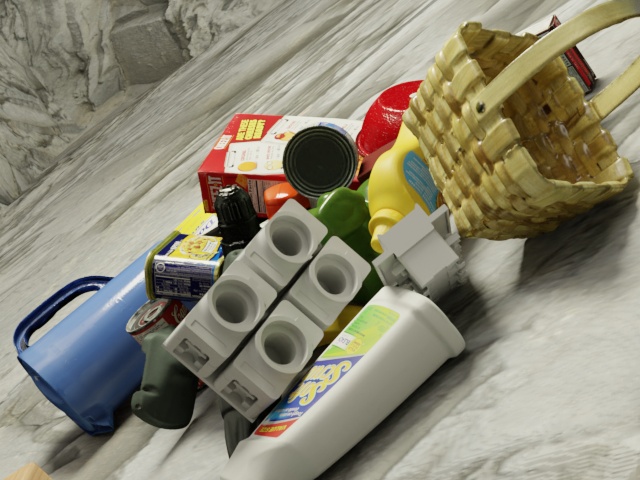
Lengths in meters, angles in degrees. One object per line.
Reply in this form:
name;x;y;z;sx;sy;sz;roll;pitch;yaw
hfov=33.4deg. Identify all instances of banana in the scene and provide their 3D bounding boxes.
banana;-0.006;0.100;1.073;0.198;0.037;0.069;-28;42;33

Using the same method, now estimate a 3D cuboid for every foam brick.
foam brick;0.086;-0.067;1.218;0.053;0.078;0.051;-29;22;26

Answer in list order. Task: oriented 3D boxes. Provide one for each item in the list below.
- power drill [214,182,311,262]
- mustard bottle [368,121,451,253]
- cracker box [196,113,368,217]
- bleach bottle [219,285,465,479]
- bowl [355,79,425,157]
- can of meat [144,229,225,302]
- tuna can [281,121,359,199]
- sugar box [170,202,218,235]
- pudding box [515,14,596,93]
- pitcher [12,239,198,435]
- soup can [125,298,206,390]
power drill;-0.058;0.001;1.194;0.057;0.184;0.187;-6;21;19
mustard bottle;0.096;-0.055;1.064;0.058;0.096;0.191;-14;31;41
cracker box;-0.027;-0.092;1.348;0.214;0.072;0.164;4;33;14
bleach bottle;0.004;0.149;0.899;0.250;0.068;0.103;-45;19;-12
bowl;0.118;-0.151;1.288;0.162;0.055;0.162;-8;30;4
can of meat;-0.136;0.030;1.182;0.084;0.057;0.102;5;22;14
tuna can;0.001;-0.091;1.217;0.086;0.086;0.033;-33;8;15
sugar box;-0.180;-0.001;1.598;0.093;0.048;0.176;-45;16;2
pudding box;0.239;-0.190;1.204;0.114;0.090;0.039;-24;24;38
pitcher;-0.253;0.108;1.329;0.242;0.149;0.145;-45;20;-21
soup can;-0.163;0.116;1.213;0.068;0.102;0.068;-34;19;13
